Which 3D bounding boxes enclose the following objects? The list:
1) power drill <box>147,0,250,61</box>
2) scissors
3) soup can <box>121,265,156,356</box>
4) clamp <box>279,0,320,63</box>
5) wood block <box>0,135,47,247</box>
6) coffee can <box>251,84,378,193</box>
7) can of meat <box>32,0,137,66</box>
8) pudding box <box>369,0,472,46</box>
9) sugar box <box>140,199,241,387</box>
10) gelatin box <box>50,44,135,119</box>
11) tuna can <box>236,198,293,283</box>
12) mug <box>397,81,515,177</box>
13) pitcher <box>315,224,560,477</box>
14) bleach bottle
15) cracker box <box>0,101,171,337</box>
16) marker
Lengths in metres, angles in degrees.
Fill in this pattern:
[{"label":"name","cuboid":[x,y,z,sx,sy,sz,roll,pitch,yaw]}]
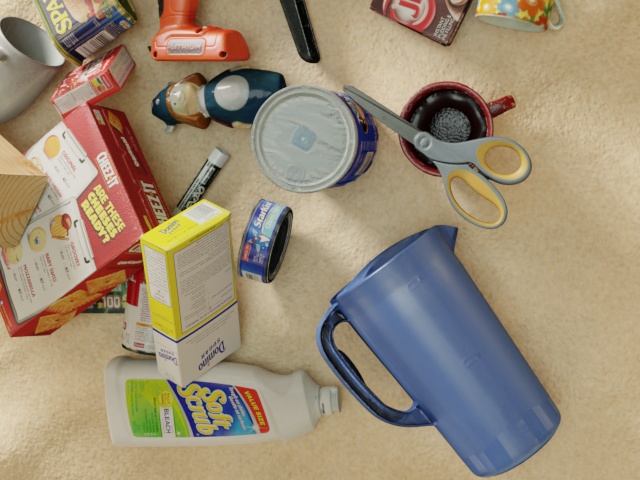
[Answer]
[{"label":"power drill","cuboid":[-0.114,-0.278,1.097,0.185,0.057,0.188,4,100,30]},{"label":"scissors","cuboid":[0.120,-0.101,1.022,0.096,0.016,0.202,-40,86,11]},{"label":"soup can","cuboid":[-0.178,0.068,1.160,0.068,0.068,0.102,9,98,11]},{"label":"clamp","cuboid":[-0.040,-0.296,1.109,0.210,0.036,0.165,33,110,13]},{"label":"wood block","cuboid":[-0.394,-0.085,1.116,0.206,0.090,0.090,38,109,26]},{"label":"coffee can","cuboid":[-0.002,-0.101,1.069,0.103,0.140,0.103,1,95,12]},{"label":"can of meat","cuboid":[-0.253,-0.252,1.143,0.084,0.057,0.102,-32,68,10]},{"label":"pudding box","cuboid":[0.114,-0.266,1.081,0.090,0.039,0.113,27,100,10]},{"label":"sugar box","cuboid":[-0.131,0.056,1.099,0.048,0.093,0.176,27,132,31]},{"label":"gelatin box","cuboid":[-0.242,-0.171,1.141,0.073,0.089,0.030,-25,115,14]},{"label":"tuna can","cuboid":[-0.057,0.001,1.119,0.034,0.086,0.086,16,98,8]},{"label":"mug","cuboid":[0.139,-0.116,1.068,0.117,0.081,0.093,-26,89,13]},{"label":"pitcher","cuboid":[0.121,0.119,1.070,0.149,0.144,0.243,-36,90,33]},{"label":"bleach bottle","cuboid":[-0.103,0.170,1.158,0.251,0.068,0.102,-4,95,10]},{"label":"cracker box","cuboid":[-0.269,-0.018,1.136,0.214,0.072,0.164,-34,72,24]},{"label":"marker","cuboid":[-0.140,-0.048,1.166,0.020,0.020,0.121,37,101,7]}]
